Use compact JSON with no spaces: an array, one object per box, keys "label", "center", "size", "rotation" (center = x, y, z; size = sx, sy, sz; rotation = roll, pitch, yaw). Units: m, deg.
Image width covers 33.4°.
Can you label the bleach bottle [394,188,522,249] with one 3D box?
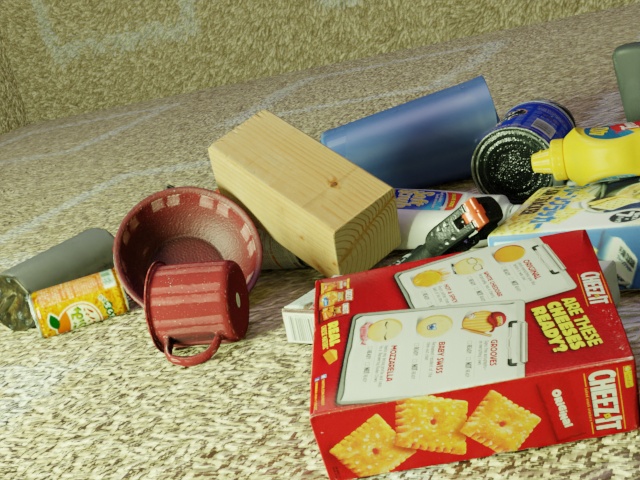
[{"label":"bleach bottle","center":[0.123,-0.025,1.204],"size":[0.251,0.068,0.102],"rotation":[0,21,35]}]

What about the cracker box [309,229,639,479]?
[{"label":"cracker box","center":[0.103,0.080,0.766],"size":[0.214,0.072,0.164],"rotation":[-11,31,8]}]

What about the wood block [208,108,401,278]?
[{"label":"wood block","center":[-0.019,-0.050,1.172],"size":[0.090,0.090,0.206],"rotation":[-37,51,-23]}]

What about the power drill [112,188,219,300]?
[{"label":"power drill","center":[-0.176,0.003,1.323],"size":[0.185,0.057,0.187],"rotation":[-34,8,35]}]

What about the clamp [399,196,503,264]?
[{"label":"clamp","center":[0.124,0.000,1.027],"size":[0.120,0.039,0.171],"rotation":[-37,-12,-2]}]

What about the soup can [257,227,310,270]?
[{"label":"soup can","center":[-0.058,0.002,1.256],"size":[0.102,0.068,0.068],"rotation":[-5,17,28]}]

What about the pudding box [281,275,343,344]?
[{"label":"pudding box","center":[0.033,0.065,1.003],"size":[0.114,0.039,0.089],"rotation":[1,20,39]}]

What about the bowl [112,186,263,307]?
[{"label":"bowl","center":[-0.146,0.023,1.176],"size":[0.162,0.162,0.055],"rotation":[-19,-21,-16]}]

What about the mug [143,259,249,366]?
[{"label":"mug","center":[-0.120,0.071,1.046],"size":[0.081,0.093,0.117],"rotation":[-6,47,13]}]

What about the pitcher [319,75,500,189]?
[{"label":"pitcher","center":[0.127,-0.133,1.469],"size":[0.243,0.145,0.149],"rotation":[-16,-17,6]}]

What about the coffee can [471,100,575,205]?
[{"label":"coffee can","center":[0.249,-0.105,1.295],"size":[0.103,0.103,0.140],"rotation":[-7,17,25]}]

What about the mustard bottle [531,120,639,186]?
[{"label":"mustard bottle","center":[0.298,-0.087,1.019],"size":[0.192,0.058,0.096],"rotation":[-8,11,23]}]
